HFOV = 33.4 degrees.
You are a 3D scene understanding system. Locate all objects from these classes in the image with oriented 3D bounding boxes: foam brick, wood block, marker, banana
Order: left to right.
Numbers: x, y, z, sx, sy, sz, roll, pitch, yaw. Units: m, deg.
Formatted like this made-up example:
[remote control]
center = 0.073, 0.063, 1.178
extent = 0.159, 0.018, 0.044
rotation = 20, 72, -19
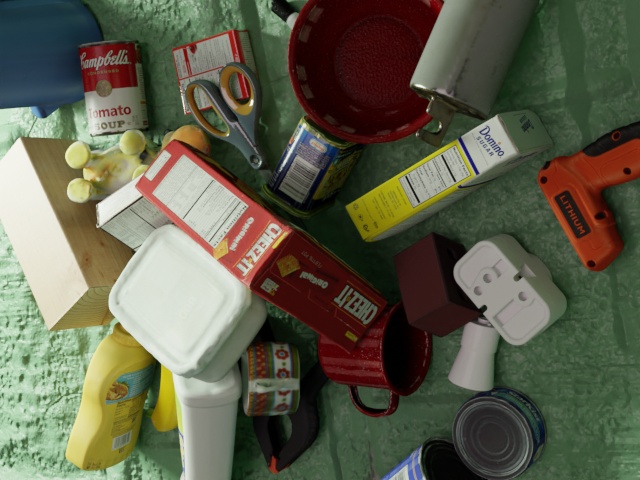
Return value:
[wood block]
center = -0.294, -0.010, 1.228
extent = 0.091, 0.090, 0.206
rotation = -41, 67, 31
[banana]
center = -0.169, 0.152, 1.196
extent = 0.070, 0.037, 0.198
rotation = 37, 131, 26
[marker]
center = -0.008, -0.204, 1.076
extent = 0.121, 0.020, 0.020
rotation = 47, 119, 17
[foam brick]
center = 0.110, 0.042, 1.008
extent = 0.051, 0.052, 0.078
rotation = -32, 54, 32

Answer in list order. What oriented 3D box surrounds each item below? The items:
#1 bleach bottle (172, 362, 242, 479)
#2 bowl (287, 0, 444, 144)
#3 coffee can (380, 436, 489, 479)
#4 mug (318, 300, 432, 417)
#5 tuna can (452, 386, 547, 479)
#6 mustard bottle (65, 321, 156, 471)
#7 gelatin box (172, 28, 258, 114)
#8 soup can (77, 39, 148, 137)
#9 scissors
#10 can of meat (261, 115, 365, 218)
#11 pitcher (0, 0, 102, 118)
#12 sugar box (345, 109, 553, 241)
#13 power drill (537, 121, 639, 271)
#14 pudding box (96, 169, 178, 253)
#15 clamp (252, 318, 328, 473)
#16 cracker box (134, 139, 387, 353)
[bleach bottle]
center = -0.124, 0.231, 1.161
extent = 0.102, 0.068, 0.251
rotation = -111, 21, -55
[bowl]
center = 0.053, -0.171, 1.006
extent = 0.162, 0.055, 0.162
rotation = 1, 94, 11
[coffee can]
center = 0.092, 0.273, 1.046
extent = 0.103, 0.102, 0.140
rotation = 51, 120, 14
[mug]
center = 0.052, 0.115, 1.052
extent = 0.082, 0.093, 0.117
rotation = 0, 93, 37
[tuna can]
center = 0.170, 0.185, 1.022
extent = 0.086, 0.033, 0.086
rotation = 6, 101, 31
[mustard bottle]
center = -0.235, 0.168, 1.236
extent = 0.058, 0.096, 0.192
rotation = 27, 112, 26
[gelatin box]
center = -0.111, -0.179, 1.139
extent = 0.089, 0.030, 0.073
rotation = -10, 94, 32
[soup can]
center = -0.231, -0.169, 1.193
extent = 0.069, 0.068, 0.102
rotation = -2, 98, 32
[scissors]
center = -0.059, -0.102, 1.107
extent = 0.202, 0.016, 0.096
rotation = 45, 124, 5
[can of meat]
center = -0.003, -0.077, 1.046
extent = 0.057, 0.102, 0.084
rotation = 35, 112, 12
[pitcher]
center = -0.358, -0.212, 1.161
extent = 0.145, 0.242, 0.149
rotation = -26, 90, 29
[sugar box]
center = 0.117, -0.059, 0.979
extent = 0.176, 0.093, 0.048
rotation = -33, 81, 31
[power drill]
center = 0.293, -0.049, 0.894
extent = 0.188, 0.057, 0.184
rotation = -34, 76, 29
[pudding box]
center = -0.166, -0.031, 1.130
extent = 0.114, 0.090, 0.039
rotation = -33, 42, 21
[clamp]
center = -0.041, 0.161, 1.149
extent = 0.120, 0.039, 0.171
rotation = 25, 104, 33
[cracker box]
center = -0.057, 0.001, 1.017
extent = 0.072, 0.164, 0.214
rotation = -53, 46, 0
